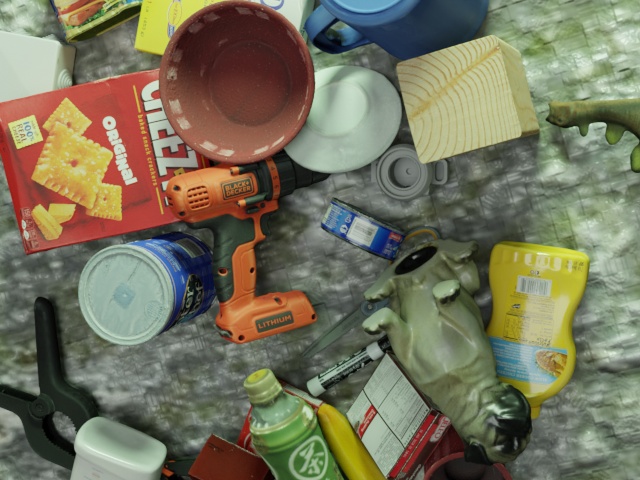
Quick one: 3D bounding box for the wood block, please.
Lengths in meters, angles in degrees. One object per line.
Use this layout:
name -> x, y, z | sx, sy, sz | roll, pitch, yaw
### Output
wood block -> 0.141, -0.128, 0.985 | 0.091, 0.205, 0.090 | -14, 92, 17

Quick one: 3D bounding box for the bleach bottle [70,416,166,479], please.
bleach bottle -> -0.253, 0.327, 1.210 | 0.102, 0.068, 0.251 | 22, 114, 3

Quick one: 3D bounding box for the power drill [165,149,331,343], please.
power drill -> -0.057, 0.001, 1.109 | 0.184, 0.057, 0.187 | -15, 103, -19

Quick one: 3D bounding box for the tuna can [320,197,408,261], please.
tuna can -> 0.044, -0.011, 1.087 | 0.086, 0.086, 0.034 | 26, 95, 11

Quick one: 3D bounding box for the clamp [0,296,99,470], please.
clamp -> -0.315, 0.180, 1.237 | 0.210, 0.036, 0.165 | 45, 106, 4

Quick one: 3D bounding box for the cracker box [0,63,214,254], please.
cracker box -> -0.224, -0.086, 1.133 | 0.213, 0.072, 0.164 | -12, 94, -1

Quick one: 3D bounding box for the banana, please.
banana -> 0.061, 0.257, 1.128 | 0.037, 0.070, 0.198 | -34, 75, -22

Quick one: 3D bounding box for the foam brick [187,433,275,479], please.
foam brick -> -0.094, 0.253, 1.151 | 0.078, 0.051, 0.053 | 25, 67, 16

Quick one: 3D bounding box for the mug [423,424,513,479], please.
mug -> 0.140, 0.247, 1.086 | 0.093, 0.081, 0.117 | 30, 106, -5

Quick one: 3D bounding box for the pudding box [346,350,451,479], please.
pudding box -> 0.080, 0.180, 1.091 | 0.039, 0.114, 0.090 | 23, 106, -33

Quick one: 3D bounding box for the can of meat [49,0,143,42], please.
can of meat -> -0.246, -0.272, 1.156 | 0.102, 0.057, 0.084 | -22, 93, 18

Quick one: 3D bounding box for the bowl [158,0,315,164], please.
bowl -> -0.078, -0.158, 1.076 | 0.162, 0.055, 0.162 | 1, 96, 13

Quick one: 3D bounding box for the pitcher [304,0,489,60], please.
pitcher -> 0.064, -0.232, 0.975 | 0.145, 0.242, 0.149 | 20, 100, 14

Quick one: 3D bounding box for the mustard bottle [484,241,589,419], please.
mustard bottle -> 0.209, 0.101, 1.069 | 0.096, 0.058, 0.192 | 9, 98, 17

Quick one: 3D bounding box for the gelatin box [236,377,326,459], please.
gelatin box -> -0.044, 0.202, 1.167 | 0.073, 0.030, 0.089 | 25, 102, 12

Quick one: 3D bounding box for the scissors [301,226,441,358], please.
scissors -> 0.073, 0.076, 1.127 | 0.096, 0.016, 0.202 | 38, 105, 8

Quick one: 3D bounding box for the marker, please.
marker -> 0.039, 0.130, 1.141 | 0.121, 0.020, 0.020 | -33, 87, 17

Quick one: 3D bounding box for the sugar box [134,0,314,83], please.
sugar box -> -0.102, -0.228, 1.125 | 0.176, 0.048, 0.093 | 14, 100, 15

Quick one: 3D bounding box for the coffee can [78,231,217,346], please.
coffee can -> -0.178, 0.048, 1.129 | 0.103, 0.140, 0.103 | 2, 97, 15
